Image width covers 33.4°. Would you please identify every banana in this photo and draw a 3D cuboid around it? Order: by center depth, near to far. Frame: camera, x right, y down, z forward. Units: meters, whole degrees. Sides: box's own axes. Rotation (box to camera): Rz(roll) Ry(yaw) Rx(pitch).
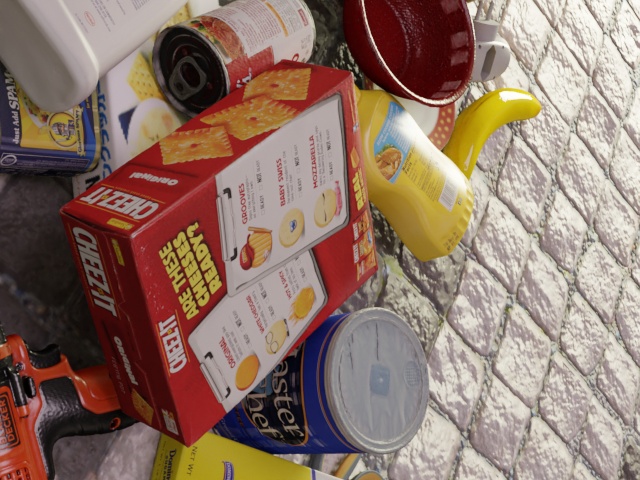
[{"bbox_3d":[0.172,-0.115,1.093,0.197,0.037,0.069,-46,131,-38],"label":"banana"}]

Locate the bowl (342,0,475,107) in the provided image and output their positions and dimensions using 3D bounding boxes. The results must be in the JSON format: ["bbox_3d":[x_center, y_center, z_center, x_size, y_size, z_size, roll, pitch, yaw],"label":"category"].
[{"bbox_3d":[0.070,-0.192,0.961,0.161,0.055,0.162,14,70,-43],"label":"bowl"}]

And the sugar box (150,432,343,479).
[{"bbox_3d":[-0.044,0.207,0.789,0.176,0.048,0.093,24,64,-29],"label":"sugar box"}]

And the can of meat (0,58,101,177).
[{"bbox_3d":[-0.197,-0.093,0.710,0.083,0.058,0.102,1,81,-46],"label":"can of meat"}]

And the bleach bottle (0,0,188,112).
[{"bbox_3d":[-0.114,-0.191,0.715,0.250,0.068,0.102,-47,110,-38],"label":"bleach bottle"}]

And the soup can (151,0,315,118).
[{"bbox_3d":[-0.059,-0.134,0.749,0.102,0.069,0.068,-38,108,-42],"label":"soup can"}]

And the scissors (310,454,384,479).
[{"bbox_3d":[-0.001,0.242,0.858,0.096,0.016,0.201,47,53,-27],"label":"scissors"}]

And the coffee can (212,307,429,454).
[{"bbox_3d":[-0.005,0.108,0.794,0.102,0.141,0.103,11,73,-43],"label":"coffee can"}]

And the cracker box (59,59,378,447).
[{"bbox_3d":[-0.055,0.001,0.698,0.213,0.072,0.164,-40,135,-38],"label":"cracker box"}]

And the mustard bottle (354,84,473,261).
[{"bbox_3d":[0.058,-0.074,0.933,0.191,0.058,0.096,45,49,-28],"label":"mustard bottle"}]

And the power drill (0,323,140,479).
[{"bbox_3d":[-0.168,0.073,0.703,0.187,0.057,0.184,-17,97,-42],"label":"power drill"}]
